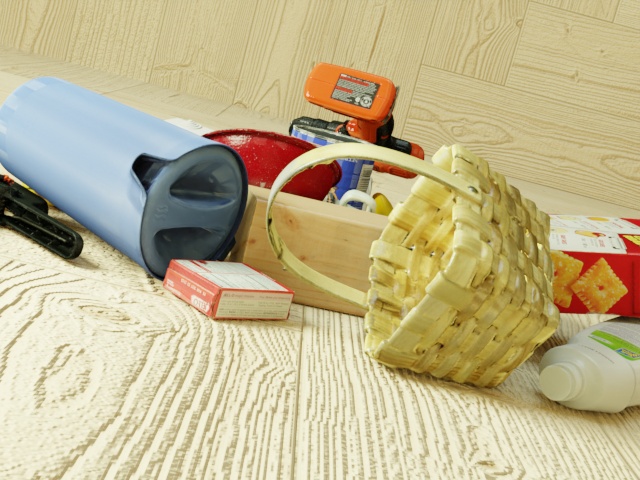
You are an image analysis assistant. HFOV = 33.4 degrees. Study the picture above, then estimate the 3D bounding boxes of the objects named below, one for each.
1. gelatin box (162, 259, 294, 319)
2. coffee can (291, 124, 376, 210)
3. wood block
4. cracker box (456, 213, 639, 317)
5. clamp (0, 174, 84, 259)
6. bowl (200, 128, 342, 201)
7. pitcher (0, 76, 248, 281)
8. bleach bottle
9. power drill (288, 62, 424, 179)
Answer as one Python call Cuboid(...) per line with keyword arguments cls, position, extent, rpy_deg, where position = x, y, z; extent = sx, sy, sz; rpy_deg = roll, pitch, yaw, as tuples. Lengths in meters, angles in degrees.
Cuboid(cls="gelatin box", position=(-0.079, 0.043, 0.920), extent=(0.089, 0.030, 0.073), rpy_deg=(4, 16, -45))
Cuboid(cls="coffee can", position=(0.001, -0.053, 1.235), extent=(0.103, 0.140, 0.103), rpy_deg=(14, 10, -3))
Cuboid(cls="wood block", position=(0.022, 0.017, 1.037), extent=(0.206, 0.090, 0.091), rpy_deg=(12, 10, -12))
Cuboid(cls="cracker box", position=(0.243, 0.022, 1.066), extent=(0.213, 0.072, 0.164), rpy_deg=(4, 14, 0))
Cuboid(cls="clamp", position=(-0.291, -0.031, 0.990), extent=(0.164, 0.036, 0.210), rpy_deg=(22, 5, -9))
Cuboid(cls="bowl", position=(-0.060, -0.058, 1.111), extent=(0.162, 0.055, 0.162), rpy_deg=(8, -20, 3))
Cuboid(cls="pitcher", position=(-0.191, -0.062, 1.009), extent=(0.243, 0.149, 0.144), rpy_deg=(28, 34, 33))
Cuboid(cls="bleach bottle", position=(0.262, 0.110, 0.959), extent=(0.103, 0.068, 0.250), rpy_deg=(21, 14, 38))
Cuboid(cls="power drill", position=(0.034, -0.146, 1.310), extent=(0.184, 0.057, 0.187), rpy_deg=(16, -16, 15))
